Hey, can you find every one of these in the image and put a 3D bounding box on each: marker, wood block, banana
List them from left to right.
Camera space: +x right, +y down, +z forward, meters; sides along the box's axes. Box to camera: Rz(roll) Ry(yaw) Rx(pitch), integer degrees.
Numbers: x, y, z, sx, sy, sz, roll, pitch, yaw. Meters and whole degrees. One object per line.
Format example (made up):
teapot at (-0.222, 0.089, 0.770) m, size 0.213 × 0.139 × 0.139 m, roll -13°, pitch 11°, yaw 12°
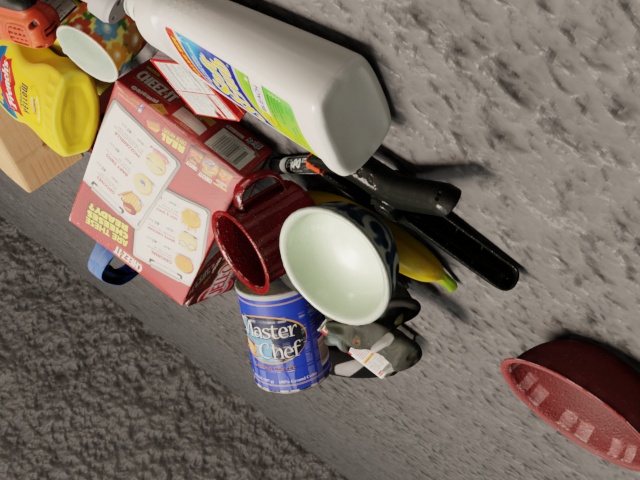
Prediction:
wood block at (-0.390, -0.174, 1.336) m, size 0.090 × 0.090 × 0.206 m, roll 35°, pitch 154°, yaw 40°
marker at (-0.019, -0.073, 1.028) m, size 0.020 × 0.020 × 0.121 m, roll 45°, pitch 164°, yaw -22°
banana at (0.043, -0.005, 1.046) m, size 0.198 × 0.037 × 0.069 m, roll 32°, pitch 161°, yaw 23°

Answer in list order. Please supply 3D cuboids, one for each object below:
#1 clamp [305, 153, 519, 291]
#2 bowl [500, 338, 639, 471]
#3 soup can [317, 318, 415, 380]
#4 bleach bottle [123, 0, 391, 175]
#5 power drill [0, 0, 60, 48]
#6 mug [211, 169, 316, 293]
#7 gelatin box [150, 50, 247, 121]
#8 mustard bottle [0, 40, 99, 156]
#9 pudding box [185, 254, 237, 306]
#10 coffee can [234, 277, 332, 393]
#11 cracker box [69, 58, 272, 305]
clamp at (0.063, -0.039, 0.891) m, size 0.210 × 0.036 × 0.164 m, roll 33°, pitch 172°, yaw 30°
bowl at (0.244, 0.138, 0.964) m, size 0.162 × 0.055 × 0.162 m, roll 35°, pitch 165°, yaw 11°
soup can at (0.057, 0.113, 1.299) m, size 0.102 × 0.068 × 0.068 m, roll 38°, pitch 165°, yaw 3°
bleach bottle at (-0.064, -0.145, 0.848) m, size 0.251 × 0.068 × 0.102 m, roll 31°, pitch 163°, yaw 33°
power drill at (-0.346, -0.275, 1.015) m, size 0.185 × 0.057 × 0.187 m, roll 17°, pitch 145°, yaw 21°
mug at (-0.051, -0.017, 1.042) m, size 0.093 × 0.081 × 0.117 m, roll 28°, pitch 142°, yaw 49°
gelatin box at (-0.109, -0.150, 0.995) m, size 0.089 × 0.030 × 0.073 m, roll 17°, pitch 152°, yaw 54°
mustard bottle at (-0.308, -0.169, 1.133) m, size 0.192 × 0.058 × 0.096 m, roll 34°, pitch 133°, yaw 37°
pudding box at (-0.124, 0.029, 1.347) m, size 0.039 × 0.089 × 0.114 m, roll 51°, pitch 136°, yaw 19°
coffee can at (-0.046, 0.107, 1.347) m, size 0.103 × 0.102 × 0.140 m, roll 21°, pitch 129°, yaw 48°
cracker box at (-0.162, -0.058, 1.128) m, size 0.164 × 0.072 × 0.214 m, roll 37°, pitch 134°, yaw 7°
